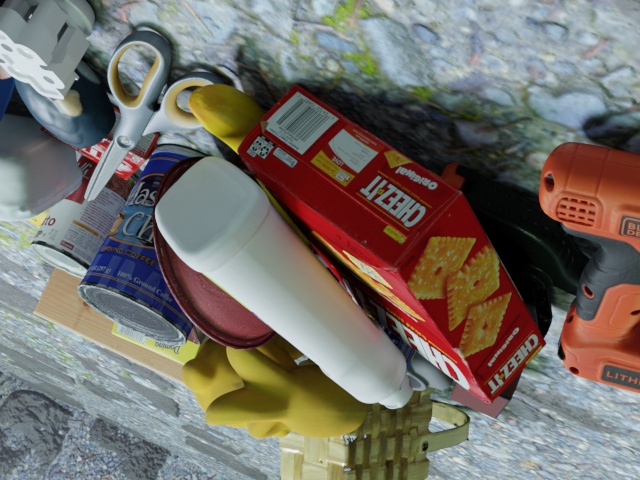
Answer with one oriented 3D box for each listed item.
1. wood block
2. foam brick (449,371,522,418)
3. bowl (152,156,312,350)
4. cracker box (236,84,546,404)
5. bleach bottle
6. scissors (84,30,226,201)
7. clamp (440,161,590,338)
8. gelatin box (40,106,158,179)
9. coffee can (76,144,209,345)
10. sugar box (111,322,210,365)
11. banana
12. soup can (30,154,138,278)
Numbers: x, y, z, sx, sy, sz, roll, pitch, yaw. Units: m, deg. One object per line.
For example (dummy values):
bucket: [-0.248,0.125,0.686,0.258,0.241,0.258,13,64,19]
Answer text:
wood block: [-0.225,0.090,1.289,0.206,0.091,0.090,26,180,-2]
foam brick: [0.159,0.129,1.013,0.051,0.053,0.078,22,161,8]
bowl: [-0.055,0.001,0.835,0.055,0.162,0.162,-22,134,33]
cracker box: [0.052,0.009,0.739,0.164,0.072,0.213,38,171,38]
bleach bottle: [-0.006,0.049,0.756,0.250,0.068,0.103,46,178,-35]
scissors: [-0.126,-0.078,0.806,0.096,0.016,0.202,17,143,-4]
clamp: [0.151,0.018,0.766,0.209,0.036,0.165,35,158,-19]
gelatin box: [-0.188,-0.091,0.908,0.089,0.030,0.073,31,160,-15]
coffee can: [-0.130,0.004,0.913,0.103,0.140,0.103,22,159,9]
sugar box: [-0.150,0.080,1.153,0.093,0.048,0.176,24,-170,5]
banana: [-0.040,-0.058,0.770,0.037,0.069,0.197,-22,137,12]
soup can: [-0.222,-0.023,1.015,0.068,0.102,0.068,23,161,8]
